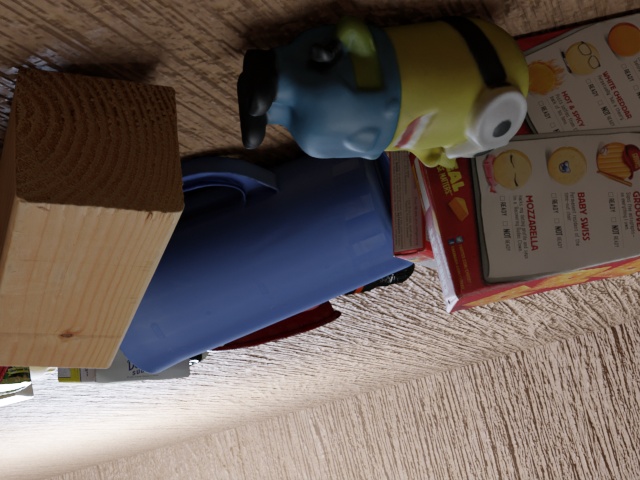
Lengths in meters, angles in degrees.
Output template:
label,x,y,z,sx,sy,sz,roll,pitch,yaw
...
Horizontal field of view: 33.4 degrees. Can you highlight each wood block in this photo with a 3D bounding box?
label,x,y,z,sx,sy,sz,roll,pitch,yaw
wood block,-0.155,-0.003,0.658,0.090,0.090,0.206,4,148,-21

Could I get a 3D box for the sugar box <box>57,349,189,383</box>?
label,x,y,z,sx,sy,sz,roll,pitch,yaw
sugar box,-0.199,0.120,1.060,0.093,0.048,0.176,-1,176,-24

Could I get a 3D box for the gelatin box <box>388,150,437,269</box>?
label,x,y,z,sx,sy,sz,roll,pitch,yaw
gelatin box,0.080,-0.027,0.793,0.030,0.089,0.073,-11,164,32

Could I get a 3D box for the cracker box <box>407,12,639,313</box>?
label,x,y,z,sx,sy,sz,roll,pitch,yaw
cracker box,0.171,-0.055,0.722,0.213,0.164,0.072,-13,168,-3

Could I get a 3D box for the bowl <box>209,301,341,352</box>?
label,x,y,z,sx,sy,sz,roll,pitch,yaw
bowl,-0.060,0.079,1.215,0.162,0.055,0.162,-14,-176,1

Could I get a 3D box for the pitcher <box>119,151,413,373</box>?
label,x,y,z,sx,sy,sz,roll,pitch,yaw
pitcher,-0.056,0.001,0.841,0.243,0.145,0.149,-21,177,13
